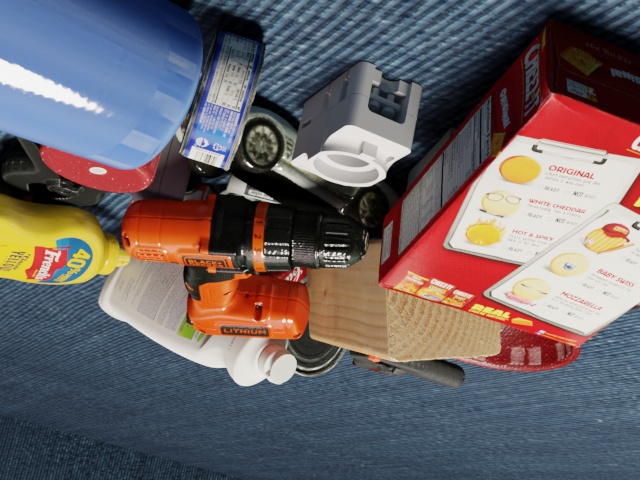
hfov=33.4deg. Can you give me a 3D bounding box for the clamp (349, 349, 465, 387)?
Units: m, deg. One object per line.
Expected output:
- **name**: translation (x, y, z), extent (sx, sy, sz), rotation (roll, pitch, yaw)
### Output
- **clamp**: translation (0.066, 0.116, 1.068), extent (0.120, 0.039, 0.171), rotation (2, 164, 26)

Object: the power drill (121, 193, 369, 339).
- **power drill**: translation (-0.052, 0.023, 0.853), extent (0.184, 0.057, 0.187), rotation (5, 155, 6)

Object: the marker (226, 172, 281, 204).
- **marker**: translation (-0.020, -0.036, 0.910), extent (0.121, 0.020, 0.020), rotation (15, 160, -8)

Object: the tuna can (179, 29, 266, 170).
- **tuna can**: translation (-0.063, -0.091, 0.686), extent (0.033, 0.086, 0.086), rotation (17, 160, -9)

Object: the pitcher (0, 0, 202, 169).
- **pitcher**: translation (-0.197, -0.133, 0.612), extent (0.242, 0.149, 0.145), rotation (22, 143, -35)

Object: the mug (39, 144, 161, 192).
- **mug**: translation (-0.160, -0.089, 0.751), extent (0.117, 0.081, 0.093), rotation (18, 160, -17)

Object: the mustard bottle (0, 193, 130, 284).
- **mustard bottle**: translation (-0.262, 0.003, 0.996), extent (0.191, 0.058, 0.096), rotation (10, 139, -43)

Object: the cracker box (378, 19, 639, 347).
- **cracker box**: translation (0.157, -0.025, 0.683), extent (0.164, 0.072, 0.214), rotation (18, 142, -16)

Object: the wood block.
- **wood block**: translation (0.060, 0.044, 0.875), extent (0.090, 0.090, 0.206), rotation (-1, 180, -17)

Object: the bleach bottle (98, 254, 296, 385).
- **bleach bottle**: translation (-0.113, 0.076, 1.014), extent (0.068, 0.102, 0.251), rotation (25, -177, -45)

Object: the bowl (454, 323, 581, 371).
- **bowl**: translation (0.162, 0.068, 0.993), extent (0.162, 0.055, 0.162), rotation (12, 156, 5)

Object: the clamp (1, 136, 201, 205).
- **clamp**: translation (-0.210, -0.058, 0.934), extent (0.164, 0.036, 0.210), rotation (18, 163, -26)
